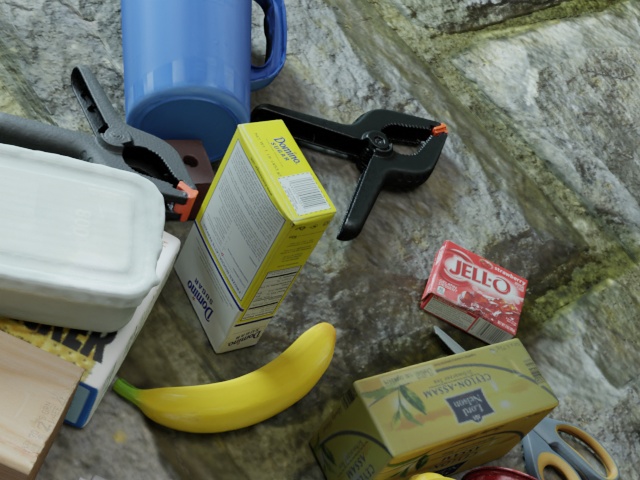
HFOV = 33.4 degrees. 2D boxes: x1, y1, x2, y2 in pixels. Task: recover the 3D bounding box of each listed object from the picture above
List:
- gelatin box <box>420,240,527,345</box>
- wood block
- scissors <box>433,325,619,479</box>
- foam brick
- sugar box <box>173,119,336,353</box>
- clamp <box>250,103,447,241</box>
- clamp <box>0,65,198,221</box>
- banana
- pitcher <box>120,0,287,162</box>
[{"bbox_3d":[0.142,0.049,0.984,0.089,0.030,0.073,28,45,-4],"label":"gelatin box"},{"bbox_3d":[-0.273,0.095,0.693,0.206,0.091,0.090,25,45,-5],"label":"wood block"},{"bbox_3d":[0.165,0.159,0.913,0.202,0.016,0.096,34,46,3],"label":"scissors"},{"bbox_3d":[-0.138,-0.051,0.912,0.078,0.051,0.053,-4,55,-29],"label":"foam brick"},{"bbox_3d":[-0.055,0.001,0.822,0.048,0.176,0.093,-12,60,-32],"label":"sugar box"},{"bbox_3d":[0.041,-0.092,1.046,0.209,0.036,0.165,-25,68,-42],"label":"clamp"},{"bbox_3d":[-0.168,-0.079,0.859,0.171,0.039,0.120,31,46,1],"label":"clamp"},{"bbox_3d":[-0.057,0.110,0.827,0.197,0.037,0.070,-11,60,-33],"label":"banana"},{"bbox_3d":[-0.114,-0.190,0.993,0.149,0.145,0.243,-11,55,8],"label":"pitcher"}]
